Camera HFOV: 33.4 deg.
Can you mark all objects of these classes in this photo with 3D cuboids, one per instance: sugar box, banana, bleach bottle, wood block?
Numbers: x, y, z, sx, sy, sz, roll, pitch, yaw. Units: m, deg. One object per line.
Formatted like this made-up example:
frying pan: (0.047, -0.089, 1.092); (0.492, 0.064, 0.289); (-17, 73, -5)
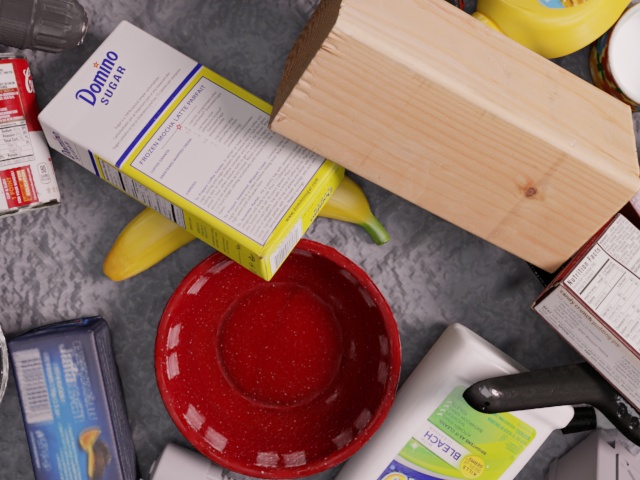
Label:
sugar box: (-0.081, -0.059, 0.684); (0.176, 0.048, 0.093); (31, 69, 14)
banana: (-0.053, -0.018, 0.722); (0.198, 0.037, 0.069); (-7, 92, 0)
bleach bottle: (0.057, 0.183, 0.726); (0.102, 0.068, 0.251); (34, 96, -9)
wood block: (0.083, -0.076, 0.659); (0.206, 0.090, 0.091); (27, 131, -14)

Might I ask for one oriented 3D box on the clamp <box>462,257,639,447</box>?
clamp: (0.186, 0.086, 0.693); (0.210, 0.036, 0.164); (34, 50, -5)

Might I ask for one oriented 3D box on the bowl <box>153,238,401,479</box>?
bowl: (-0.028, 0.075, 0.719); (0.162, 0.055, 0.162); (0, 94, -1)

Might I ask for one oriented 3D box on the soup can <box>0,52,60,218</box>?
soup can: (-0.215, -0.066, 0.701); (0.068, 0.068, 0.102); (-13, 94, 0)
